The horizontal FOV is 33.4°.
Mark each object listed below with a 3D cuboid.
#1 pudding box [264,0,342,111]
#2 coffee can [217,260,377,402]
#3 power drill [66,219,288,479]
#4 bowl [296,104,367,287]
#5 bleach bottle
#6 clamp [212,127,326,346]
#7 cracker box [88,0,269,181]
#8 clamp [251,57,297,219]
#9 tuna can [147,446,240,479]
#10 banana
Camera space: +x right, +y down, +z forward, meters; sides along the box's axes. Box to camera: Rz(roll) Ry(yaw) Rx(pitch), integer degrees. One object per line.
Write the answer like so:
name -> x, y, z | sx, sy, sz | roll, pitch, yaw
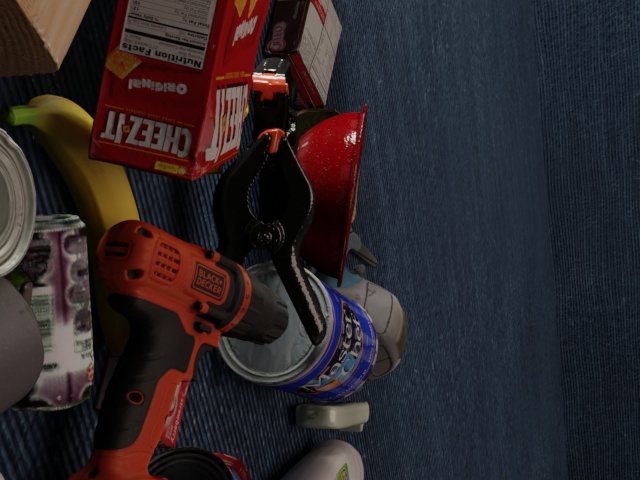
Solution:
pudding box -> -0.015, -0.198, 1.045 | 0.090, 0.039, 0.113 | 62, 35, -53
coffee can -> -0.018, 0.082, 0.927 | 0.140, 0.103, 0.103 | 37, 55, -66
power drill -> -0.091, 0.097, 0.694 | 0.184, 0.057, 0.187 | 31, 64, -53
bowl -> 0.003, -0.042, 0.933 | 0.162, 0.055, 0.162 | 11, 88, -88
bleach bottle -> -0.005, 0.261, 1.019 | 0.250, 0.068, 0.102 | -27, 115, -71
clamp -> -0.055, 0.001, 0.812 | 0.039, 0.120, 0.171 | -165, -108, -69
cracker box -> -0.070, -0.153, 0.658 | 0.164, 0.072, 0.214 | -63, 166, -79
clamp -> -0.039, -0.085, 0.905 | 0.210, 0.036, 0.164 | 87, 6, -83
tuna can -> -0.092, 0.189, 0.737 | 0.033, 0.086, 0.086 | 62, 33, -56
banana -> -0.146, -0.019, 0.675 | 0.069, 0.037, 0.198 | -51, 138, -36
